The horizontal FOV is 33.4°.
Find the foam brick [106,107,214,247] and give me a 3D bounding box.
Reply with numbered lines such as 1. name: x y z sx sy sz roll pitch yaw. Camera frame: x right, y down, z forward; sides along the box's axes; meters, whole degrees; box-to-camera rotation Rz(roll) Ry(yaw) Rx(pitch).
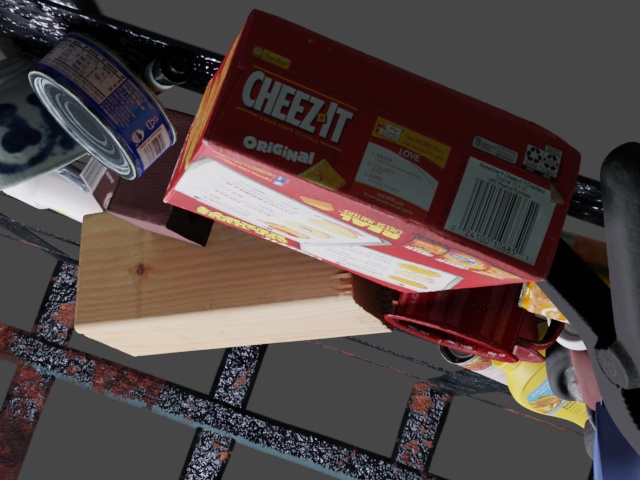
1. foam brick: -0.097 -0.043 0.710 0.051 0.078 0.053 14 172 28

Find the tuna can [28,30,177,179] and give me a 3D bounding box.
1. tuna can: -0.124 -0.075 0.605 0.086 0.033 0.086 38 163 14

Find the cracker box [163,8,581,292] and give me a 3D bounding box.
1. cracker box: 0.012 -0.033 0.556 0.164 0.072 0.214 21 172 -10

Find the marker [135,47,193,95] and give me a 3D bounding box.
1. marker: -0.096 -0.091 0.604 0.020 0.020 0.121 23 171 -21

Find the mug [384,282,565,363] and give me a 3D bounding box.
1. mug: 0.110 0.033 0.712 0.117 0.081 0.093 20 171 -2

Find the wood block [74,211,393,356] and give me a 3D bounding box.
1. wood block: -0.060 0.022 0.756 0.206 0.091 0.090 -7 160 20

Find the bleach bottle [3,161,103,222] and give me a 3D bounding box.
1. bleach bottle: -0.224 -0.043 1.036 0.251 0.068 0.102 19 171 18

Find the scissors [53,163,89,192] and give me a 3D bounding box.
1. scissors: -0.215 -0.056 0.961 0.202 0.016 0.096 31 180 4

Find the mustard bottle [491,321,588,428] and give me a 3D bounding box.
1. mustard bottle: 0.233 0.125 1.001 0.191 0.096 0.058 23 -146 -18

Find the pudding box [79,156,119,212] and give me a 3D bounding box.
1. pudding box: -0.140 -0.032 0.882 0.089 0.039 0.114 26 -167 -34

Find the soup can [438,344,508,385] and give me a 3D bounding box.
1. soup can: 0.175 0.103 1.055 0.102 0.068 0.069 25 170 -35
